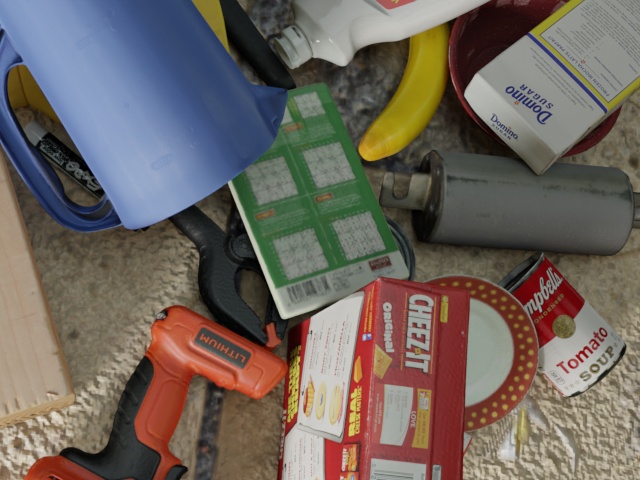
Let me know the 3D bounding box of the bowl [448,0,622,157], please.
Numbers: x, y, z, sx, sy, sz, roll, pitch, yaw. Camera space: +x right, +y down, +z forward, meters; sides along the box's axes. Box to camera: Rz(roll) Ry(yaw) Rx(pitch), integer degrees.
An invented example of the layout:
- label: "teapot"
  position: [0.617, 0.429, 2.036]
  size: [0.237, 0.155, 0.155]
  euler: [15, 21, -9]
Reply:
- label: "bowl"
  position: [0.178, -0.139, 0.922]
  size: [0.162, 0.055, 0.162]
  euler: [4, 74, -13]

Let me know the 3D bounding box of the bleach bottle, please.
- label: "bleach bottle"
  position: [0.079, -0.210, 0.867]
  size: [0.250, 0.068, 0.102]
  euler: [-33, 85, -7]

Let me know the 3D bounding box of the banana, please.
- label: "banana"
  position: [0.077, -0.144, 0.901]
  size: [0.069, 0.037, 0.197]
  euler: [16, 64, -13]

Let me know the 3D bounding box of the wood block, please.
- label: "wood block"
  position: [-0.246, 0.028, 0.753]
  size: [0.090, 0.090, 0.206]
  euler: [-16, 81, -17]

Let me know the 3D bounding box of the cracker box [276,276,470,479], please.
- label: "cracker box"
  position: [0.029, 0.127, 0.731]
  size: [0.072, 0.214, 0.164]
  euler: [9, 74, -14]

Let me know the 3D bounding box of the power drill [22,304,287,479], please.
- label: "power drill"
  position: [-0.098, 0.156, 0.774]
  size: [0.184, 0.057, 0.187]
  euler: [30, 71, -5]

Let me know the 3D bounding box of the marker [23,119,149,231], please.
- label: "marker"
  position: [-0.180, -0.048, 0.827]
  size: [0.121, 0.020, 0.020]
  euler: [39, 70, -2]

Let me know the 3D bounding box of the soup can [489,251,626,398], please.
- label: "soup can"
  position: [0.189, 0.069, 0.865]
  size: [0.068, 0.069, 0.102]
  euler: [-43, 90, -20]

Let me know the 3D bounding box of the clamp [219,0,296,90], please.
- label: "clamp"
  position: [-0.092, -0.215, 0.883]
  size: [0.209, 0.036, 0.164]
  euler: [11, 77, -11]

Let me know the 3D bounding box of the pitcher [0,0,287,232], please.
- label: "pitcher"
  position: [-0.151, -0.132, 0.730]
  size: [0.243, 0.145, 0.149]
  euler: [57, 47, -17]

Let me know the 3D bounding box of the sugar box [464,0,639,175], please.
- label: "sugar box"
  position: [0.209, -0.140, 0.872]
  size: [0.176, 0.048, 0.093]
  euler: [-38, 79, -20]

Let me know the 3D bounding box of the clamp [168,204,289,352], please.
- label: "clamp"
  position: [-0.055, 0.001, 0.836]
  size: [0.120, 0.039, 0.171]
  euler: [-24, 81, -14]
